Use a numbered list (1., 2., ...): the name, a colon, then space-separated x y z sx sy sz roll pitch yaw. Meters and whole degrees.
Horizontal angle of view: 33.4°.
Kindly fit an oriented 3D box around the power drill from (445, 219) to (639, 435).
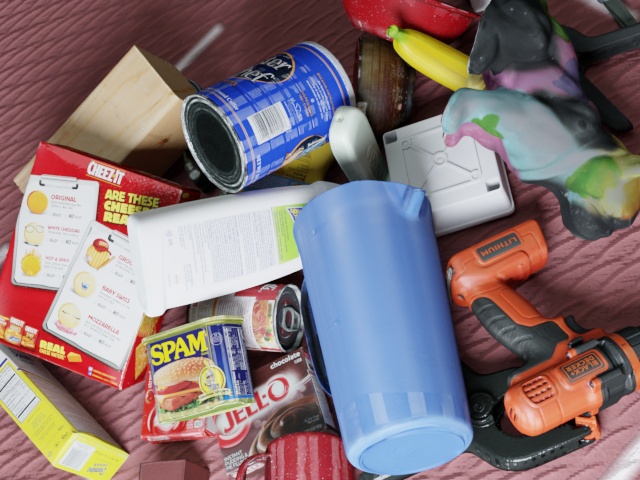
1. power drill: 0.210 0.065 0.934 0.184 0.057 0.188 -23 47 -13

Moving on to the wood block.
1. wood block: -0.228 -0.103 1.187 0.206 0.090 0.090 -45 69 12

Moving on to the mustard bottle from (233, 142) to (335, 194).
1. mustard bottle: -0.039 -0.056 1.125 0.096 0.058 0.191 14 70 4

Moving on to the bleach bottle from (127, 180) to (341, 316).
1. bleach bottle: -0.057 0.001 1.047 0.250 0.102 0.068 -10 15 -18

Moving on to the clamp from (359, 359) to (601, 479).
1. clamp: 0.138 0.162 0.946 0.210 0.036 0.164 10 66 30

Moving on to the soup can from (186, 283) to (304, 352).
1. soup can: -0.075 0.076 1.071 0.102 0.068 0.068 0 65 25

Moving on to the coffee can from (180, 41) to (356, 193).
1. coffee can: -0.050 -0.122 1.044 0.140 0.103 0.103 -31 50 -28

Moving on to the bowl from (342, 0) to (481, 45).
1. bowl: 0.085 -0.238 1.128 0.162 0.161 0.055 28 107 33

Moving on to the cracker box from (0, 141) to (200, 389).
1. cracker box: -0.234 0.024 1.103 0.164 0.072 0.214 19 95 12

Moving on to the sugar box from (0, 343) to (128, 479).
1. sugar box: -0.284 0.174 1.101 0.176 0.093 0.048 33 83 35

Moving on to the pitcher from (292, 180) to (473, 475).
1. pitcher: 0.051 0.082 0.950 0.145 0.149 0.243 -13 57 4

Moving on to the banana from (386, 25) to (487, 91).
1. banana: 0.148 -0.161 1.070 0.197 0.069 0.037 27 111 -6

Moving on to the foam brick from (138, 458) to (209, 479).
1. foam brick: -0.142 0.253 1.019 0.051 0.053 0.078 -9 61 20

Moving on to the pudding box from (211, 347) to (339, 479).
1. pudding box: -0.047 0.168 1.028 0.113 0.039 0.090 -26 57 11

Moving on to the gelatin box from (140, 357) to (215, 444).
1. gelatin box: -0.141 0.158 1.081 0.073 0.030 0.089 -9 61 21

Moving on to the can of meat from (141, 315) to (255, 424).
1. can of meat: -0.115 0.124 1.015 0.102 0.057 0.084 -19 75 29

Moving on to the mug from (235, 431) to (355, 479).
1. mug: -0.020 0.220 0.949 0.117 0.093 0.081 11 54 -19
